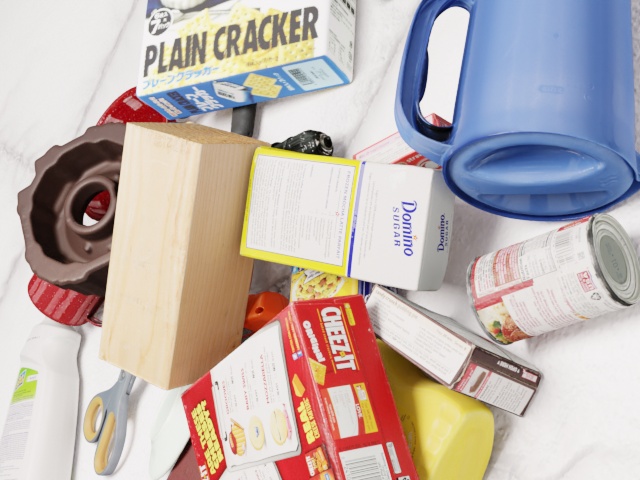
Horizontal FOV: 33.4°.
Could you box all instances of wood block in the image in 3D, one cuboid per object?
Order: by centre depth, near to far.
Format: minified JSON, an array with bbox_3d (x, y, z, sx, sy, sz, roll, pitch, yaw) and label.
[{"bbox_3d":[-0.117,0.009,0.908,0.090,0.090,0.206,18,106,34],"label":"wood block"}]

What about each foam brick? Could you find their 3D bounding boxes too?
[{"bbox_3d":[-0.091,0.218,0.937,0.078,0.052,0.051,38,100,48],"label":"foam brick"}]

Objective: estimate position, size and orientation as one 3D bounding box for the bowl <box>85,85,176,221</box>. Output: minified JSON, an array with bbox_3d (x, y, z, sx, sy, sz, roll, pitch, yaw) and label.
[{"bbox_3d":[-0.203,-0.090,1.195,0.162,0.055,0.162,-22,57,39],"label":"bowl"}]

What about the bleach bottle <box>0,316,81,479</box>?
[{"bbox_3d":[-0.303,0.188,1.169,0.103,0.068,0.251,-16,59,41],"label":"bleach bottle"}]

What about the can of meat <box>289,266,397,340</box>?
[{"bbox_3d":[0.019,0.044,0.899,0.102,0.057,0.084,-20,56,39],"label":"can of meat"}]

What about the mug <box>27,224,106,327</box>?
[{"bbox_3d":[-0.263,0.048,1.182,0.117,0.093,0.082,41,112,10],"label":"mug"}]

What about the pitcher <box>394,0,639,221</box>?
[{"bbox_3d":[0.155,-0.147,0.778,0.145,0.149,0.243,-11,60,38],"label":"pitcher"}]

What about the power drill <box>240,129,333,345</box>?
[{"bbox_3d":[-0.057,0.001,1.000,0.185,0.057,0.187,-27,52,41],"label":"power drill"}]

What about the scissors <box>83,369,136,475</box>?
[{"bbox_3d":[-0.208,0.141,1.102,0.096,0.016,0.202,19,96,55],"label":"scissors"}]

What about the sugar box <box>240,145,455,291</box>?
[{"bbox_3d":[0.020,-0.019,0.841,0.176,0.048,0.093,11,96,35],"label":"sugar box"}]

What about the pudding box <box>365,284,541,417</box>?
[{"bbox_3d":[0.092,0.080,0.779,0.114,0.089,0.039,29,94,49],"label":"pudding box"}]

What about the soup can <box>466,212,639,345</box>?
[{"bbox_3d":[0.163,0.028,0.746,0.102,0.068,0.068,-24,56,37],"label":"soup can"}]

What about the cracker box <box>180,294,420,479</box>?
[{"bbox_3d":[-0.021,0.156,0.810,0.214,0.072,0.164,-43,58,52],"label":"cracker box"}]

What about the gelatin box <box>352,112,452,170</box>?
[{"bbox_3d":[0.082,-0.061,0.867,0.089,0.073,0.030,-26,54,36],"label":"gelatin box"}]

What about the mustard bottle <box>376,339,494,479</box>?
[{"bbox_3d":[0.047,0.130,0.827,0.192,0.058,0.096,32,111,49],"label":"mustard bottle"}]
